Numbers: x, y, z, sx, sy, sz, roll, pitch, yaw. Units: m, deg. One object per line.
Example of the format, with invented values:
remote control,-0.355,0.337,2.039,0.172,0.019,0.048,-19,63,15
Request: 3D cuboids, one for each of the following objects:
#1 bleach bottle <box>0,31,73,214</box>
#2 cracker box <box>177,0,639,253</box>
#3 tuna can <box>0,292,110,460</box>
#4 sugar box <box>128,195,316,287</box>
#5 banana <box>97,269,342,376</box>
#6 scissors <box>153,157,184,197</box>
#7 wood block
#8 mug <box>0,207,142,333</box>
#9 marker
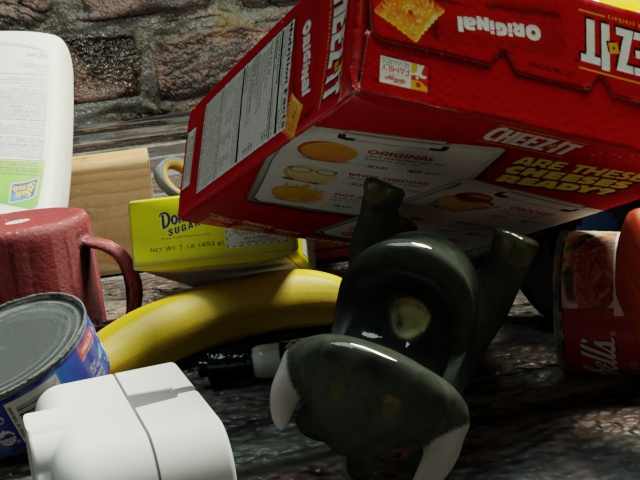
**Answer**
bleach bottle,-0.228,-0.043,0.750,0.102,0.068,0.251,-3,50,-5
cracker box,0.044,-0.050,0.494,0.164,0.072,0.214,9,-14,-22
tuna can,-0.142,0.062,0.492,0.086,0.034,0.086,-16,27,8
sugar box,-0.055,0.001,0.671,0.093,0.048,0.176,-6,-4,2
banana,-0.055,0.045,0.589,0.197,0.037,0.070,-13,13,-29
scissors,-0.080,-0.042,0.935,0.016,0.096,0.201,-36,-1,28
wood block,-0.234,-0.015,0.847,0.206,0.090,0.091,-8,11,-8
mug,-0.159,0.027,0.619,0.117,0.081,0.093,-2,12,19
marker,-0.002,0.058,0.540,0.121,0.020,0.020,-6,11,-1
